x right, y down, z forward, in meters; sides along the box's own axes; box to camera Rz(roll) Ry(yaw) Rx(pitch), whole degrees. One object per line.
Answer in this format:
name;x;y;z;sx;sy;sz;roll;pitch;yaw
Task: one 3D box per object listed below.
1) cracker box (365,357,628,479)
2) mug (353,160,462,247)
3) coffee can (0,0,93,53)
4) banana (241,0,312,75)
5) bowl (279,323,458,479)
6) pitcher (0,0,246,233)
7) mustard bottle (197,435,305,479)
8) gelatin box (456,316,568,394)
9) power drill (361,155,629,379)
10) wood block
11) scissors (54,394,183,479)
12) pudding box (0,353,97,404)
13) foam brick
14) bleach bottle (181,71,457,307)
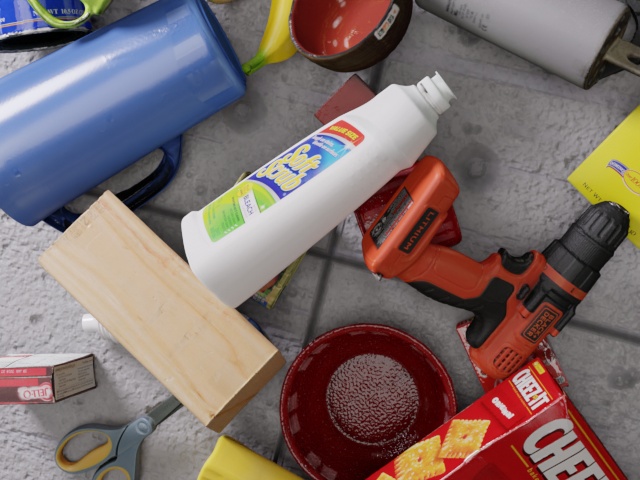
cracker box;0.152;0.230;0.925;0.214;0.072;0.164;-36;116;6
mug;0.072;-0.033;0.948;0.081;0.093;0.117;-20;63;4
coffee can;-0.268;-0.249;0.965;0.103;0.102;0.140;-9;94;9
banana;-0.036;-0.245;0.953;0.037;0.069;0.198;2;93;41
bowl;0.045;0.151;0.977;0.162;0.055;0.162;1;95;8
pitcher;-0.188;-0.115;0.961;0.243;0.149;0.145;-27;76;6
mustard bottle;-0.021;0.251;0.978;0.191;0.096;0.058;28;58;4
gelatin box;0.173;0.104;0.967;0.073;0.030;0.089;-23;91;9
power drill;0.143;0.009;0.887;0.187;0.057;0.184;32;103;-20
wood block;-0.137;0.064;0.939;0.206;0.091;0.090;42;81;11
scissors;-0.164;0.194;1.014;0.202;0.016;0.096;-21;99;20
pudding box;-0.269;0.128;0.991;0.090;0.113;0.039;-1;91;8
foam brick;0.033;-0.109;0.946;0.051;0.078;0.053;-44;88;7
bleach bottle;0.001;-0.053;0.880;0.251;0.102;0.068;-38;121;10
